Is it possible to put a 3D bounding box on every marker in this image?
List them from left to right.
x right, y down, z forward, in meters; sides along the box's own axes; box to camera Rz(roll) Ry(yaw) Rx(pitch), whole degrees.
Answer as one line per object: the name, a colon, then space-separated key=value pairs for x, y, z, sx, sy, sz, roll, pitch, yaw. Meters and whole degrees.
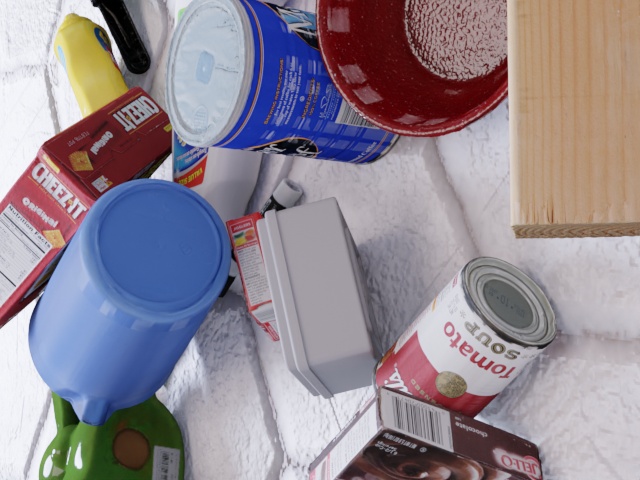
marker: x=-0.056 y=0.001 z=0.855 sx=0.121 sy=0.020 sz=0.020 roll=-52 pitch=48 yaw=23

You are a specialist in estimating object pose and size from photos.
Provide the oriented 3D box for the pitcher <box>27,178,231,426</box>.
pitcher: x=-0.151 y=0.035 z=0.843 sx=0.149 sy=0.144 sz=0.243 roll=55 pitch=151 yaw=6

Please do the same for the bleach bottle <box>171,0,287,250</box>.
bleach bottle: x=-0.082 y=-0.089 z=0.882 sx=0.103 sy=0.067 sz=0.251 roll=10 pitch=98 yaw=50

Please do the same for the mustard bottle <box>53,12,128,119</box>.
mustard bottle: x=-0.221 y=-0.160 z=1.052 sx=0.096 sy=0.058 sz=0.192 roll=71 pitch=172 yaw=-55

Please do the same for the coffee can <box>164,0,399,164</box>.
coffee can: x=-0.022 y=-0.109 z=0.738 sx=0.103 sy=0.140 sz=0.103 roll=-6 pitch=83 yaw=52

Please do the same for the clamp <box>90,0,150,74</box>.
clamp: x=-0.214 y=-0.254 z=1.051 sx=0.120 sy=0.039 sz=0.172 roll=86 pitch=158 yaw=-49

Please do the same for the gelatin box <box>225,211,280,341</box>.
gelatin box: x=-0.041 y=0.029 z=0.802 sx=0.030 sy=0.089 sz=0.073 roll=-18 pitch=68 yaw=4

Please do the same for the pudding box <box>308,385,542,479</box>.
pudding box: x=0.061 y=0.140 z=0.633 sx=0.090 sy=0.113 sz=0.039 roll=-55 pitch=19 yaw=35

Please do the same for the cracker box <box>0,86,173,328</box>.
cracker box: x=-0.230 y=-0.023 z=0.926 sx=0.072 sy=0.164 sz=0.214 roll=44 pitch=121 yaw=-5

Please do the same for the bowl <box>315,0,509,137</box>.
bowl: x=0.076 y=-0.144 z=0.662 sx=0.162 sy=0.055 sz=0.162 roll=4 pitch=96 yaw=36

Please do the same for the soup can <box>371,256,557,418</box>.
soup can: x=0.086 y=0.066 z=0.641 sx=0.102 sy=0.068 sz=0.068 roll=-53 pitch=48 yaw=36
